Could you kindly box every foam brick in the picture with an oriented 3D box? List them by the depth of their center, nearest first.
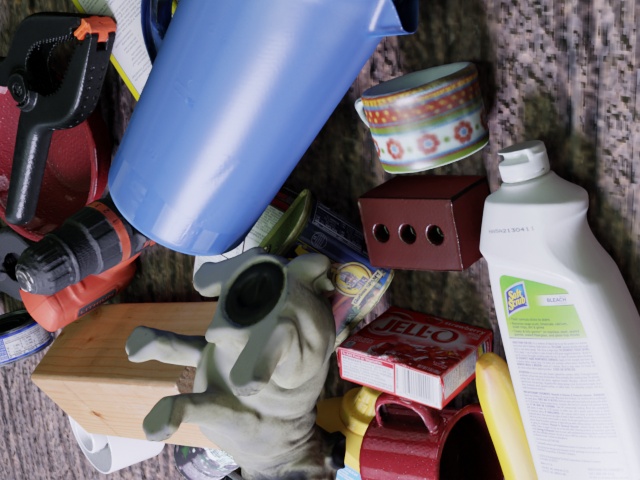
[{"bbox_3d":[0.073,-0.013,0.730,0.078,0.051,0.053,2,112,39],"label":"foam brick"}]

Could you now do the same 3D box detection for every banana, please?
[{"bbox_3d":[0.148,0.166,0.752,0.037,0.069,0.198,-18,93,5],"label":"banana"}]

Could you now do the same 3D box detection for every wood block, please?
[{"bbox_3d":[-0.144,0.115,0.927,0.207,0.090,0.090,-4,134,43],"label":"wood block"}]

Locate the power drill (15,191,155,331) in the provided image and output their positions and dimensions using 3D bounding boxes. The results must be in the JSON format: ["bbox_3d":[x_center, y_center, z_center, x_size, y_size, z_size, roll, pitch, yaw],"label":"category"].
[{"bbox_3d":[-0.188,0.014,0.884,0.057,0.184,0.188,56,144,2],"label":"power drill"}]

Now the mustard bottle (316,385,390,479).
[{"bbox_3d":[0.017,0.185,0.873,0.096,0.058,0.192,39,132,25],"label":"mustard bottle"}]

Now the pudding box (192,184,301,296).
[{"bbox_3d":[-0.055,0.001,0.854,0.090,0.039,0.114,28,125,26],"label":"pudding box"}]

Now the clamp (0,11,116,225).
[{"bbox_3d":[-0.239,-0.130,0.871,0.210,0.036,0.164,-40,78,39],"label":"clamp"}]

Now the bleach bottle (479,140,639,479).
[{"bbox_3d":[0.165,0.058,0.684,0.103,0.067,0.251,-7,105,41],"label":"bleach bottle"}]

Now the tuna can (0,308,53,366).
[{"bbox_3d":[-0.319,0.099,1.090,0.086,0.085,0.034,-3,108,41],"label":"tuna can"}]

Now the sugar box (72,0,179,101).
[{"bbox_3d":[-0.115,-0.148,0.824,0.094,0.048,0.176,-32,93,43],"label":"sugar box"}]

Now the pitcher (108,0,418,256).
[{"bbox_3d":[-0.055,-0.116,0.702,0.144,0.149,0.243,20,123,-22],"label":"pitcher"}]

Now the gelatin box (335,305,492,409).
[{"bbox_3d":[0.068,0.081,0.768,0.089,0.073,0.030,13,119,35],"label":"gelatin box"}]

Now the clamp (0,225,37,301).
[{"bbox_3d":[-0.324,0.031,1.092,0.172,0.039,0.120,14,121,34],"label":"clamp"}]

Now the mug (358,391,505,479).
[{"bbox_3d":[0.077,0.155,0.782,0.082,0.093,0.117,-2,129,45],"label":"mug"}]

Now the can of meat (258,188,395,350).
[{"bbox_3d":[-0.004,0.026,0.784,0.084,0.057,0.102,32,122,-13],"label":"can of meat"}]

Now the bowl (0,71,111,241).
[{"bbox_3d":[-0.236,-0.082,0.942,0.162,0.055,0.162,12,111,32],"label":"bowl"}]
